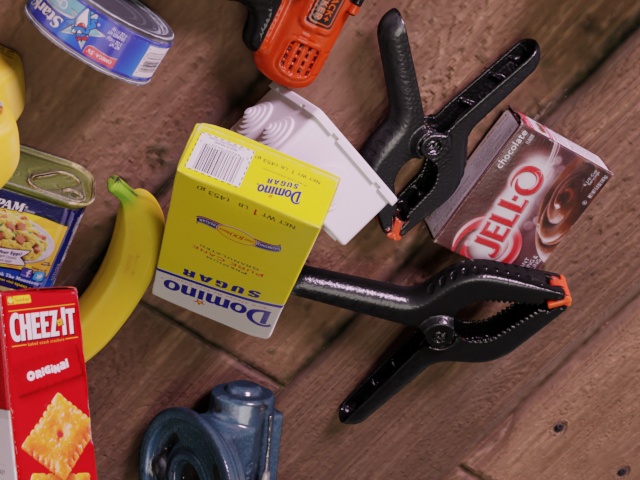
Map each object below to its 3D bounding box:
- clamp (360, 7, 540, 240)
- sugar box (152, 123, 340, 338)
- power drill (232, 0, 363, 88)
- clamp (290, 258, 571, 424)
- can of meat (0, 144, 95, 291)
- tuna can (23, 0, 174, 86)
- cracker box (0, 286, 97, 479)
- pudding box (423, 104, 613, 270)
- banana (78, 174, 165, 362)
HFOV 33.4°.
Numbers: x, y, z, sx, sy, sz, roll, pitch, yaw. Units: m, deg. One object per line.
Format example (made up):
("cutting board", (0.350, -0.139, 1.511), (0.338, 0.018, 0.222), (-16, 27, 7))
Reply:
("clamp", (0.066, -0.081, 0.745), (0.120, 0.039, 0.172), (19, 114, -21))
("sugar box", (-0.054, 0.001, 0.695), (0.093, 0.048, 0.176), (23, 147, -1))
("power drill", (-0.046, -0.198, 0.639), (0.187, 0.057, 0.185), (18, 114, -22))
("clamp", (0.080, 0.056, 0.807), (0.210, 0.036, 0.164), (-20, 126, 14))
("can of meat", (-0.212, -0.016, 0.707), (0.102, 0.057, 0.084), (18, 116, -21))
("tuna can", (-0.132, -0.131, 0.642), (0.086, 0.086, 0.034), (28, 108, -26))
("cracker box", (-0.222, 0.143, 0.688), (0.164, 0.072, 0.214), (-7, 87, 34))
("pudding box", (0.145, -0.031, 0.792), (0.090, 0.039, 0.114), (24, 112, -24))
("banana", (-0.157, 0.033, 0.754), (0.069, 0.037, 0.198), (9, 122, -36))
